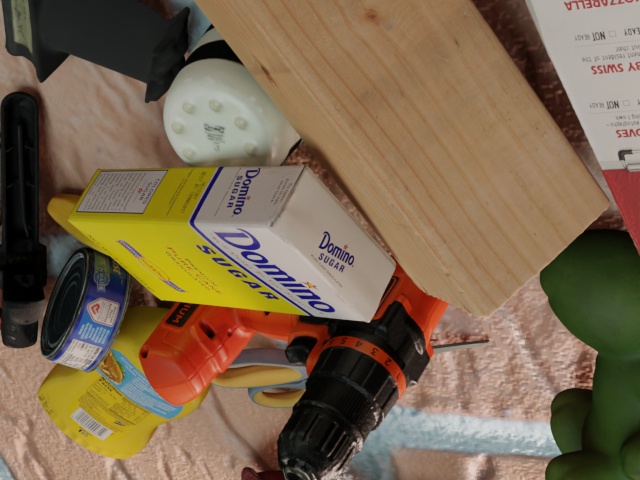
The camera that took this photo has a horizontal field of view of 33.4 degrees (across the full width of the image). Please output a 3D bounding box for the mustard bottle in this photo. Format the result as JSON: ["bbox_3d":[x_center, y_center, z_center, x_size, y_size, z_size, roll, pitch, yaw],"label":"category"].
[{"bbox_3d":[-0.136,0.100,0.813,0.096,0.058,0.192,41,134,-11],"label":"mustard bottle"}]

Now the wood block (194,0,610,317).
[{"bbox_3d":[0.038,-0.071,0.534,0.206,0.090,0.091,51,172,-17],"label":"wood block"}]

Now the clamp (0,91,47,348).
[{"bbox_3d":[-0.211,0.007,0.752,0.036,0.164,0.210,0,158,-16],"label":"clamp"}]

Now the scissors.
[{"bbox_3d":[0.020,0.094,0.757,0.202,0.016,0.096,-3,150,11],"label":"scissors"}]

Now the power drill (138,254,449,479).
[{"bbox_3d":[-0.022,0.070,0.659,0.188,0.184,0.057,-1,127,38],"label":"power drill"}]

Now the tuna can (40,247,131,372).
[{"bbox_3d":[-0.168,0.049,0.762,0.033,0.086,0.086,22,139,-26],"label":"tuna can"}]

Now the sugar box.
[{"bbox_3d":[-0.054,0.001,0.604,0.177,0.048,0.093,5,149,45],"label":"sugar box"}]
